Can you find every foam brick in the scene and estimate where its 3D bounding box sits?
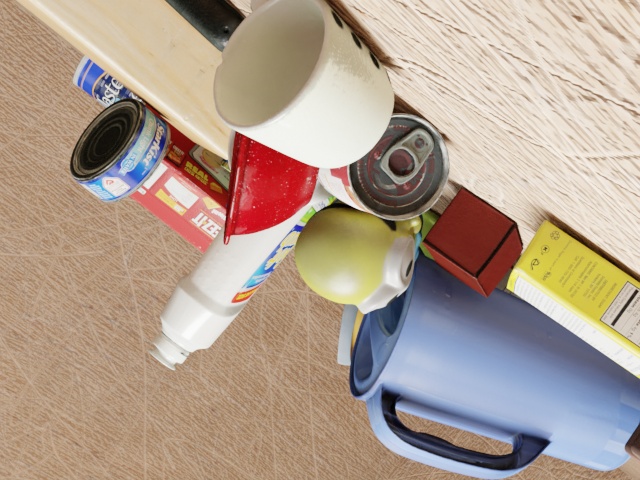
[{"bbox_3d":[0.118,0.003,0.819,0.053,0.051,0.078,35,177,19],"label":"foam brick"}]

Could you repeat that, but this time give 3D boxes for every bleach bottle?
[{"bbox_3d":[-0.056,0.001,0.903,0.068,0.251,0.102,37,178,8],"label":"bleach bottle"}]

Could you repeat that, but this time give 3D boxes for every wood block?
[{"bbox_3d":[-0.136,-0.165,0.843,0.205,0.090,0.091,39,176,-31],"label":"wood block"}]

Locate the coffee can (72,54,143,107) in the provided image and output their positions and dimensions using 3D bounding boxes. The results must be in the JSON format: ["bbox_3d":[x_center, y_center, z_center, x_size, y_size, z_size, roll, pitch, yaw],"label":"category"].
[{"bbox_3d":[-0.225,-0.196,1.346,0.140,0.103,0.103,37,178,-2],"label":"coffee can"}]

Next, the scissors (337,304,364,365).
[{"bbox_3d":[0.042,0.013,0.964,0.016,0.202,0.096,12,-168,12],"label":"scissors"}]

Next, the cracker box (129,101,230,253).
[{"bbox_3d":[-0.135,-0.095,1.178,0.164,0.072,0.213,38,-150,-15],"label":"cracker box"}]

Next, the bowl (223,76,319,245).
[{"bbox_3d":[-0.028,-0.073,0.711,0.055,0.162,0.162,8,-179,-7],"label":"bowl"}]

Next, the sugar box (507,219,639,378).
[{"bbox_3d":[0.206,0.059,0.694,0.176,0.048,0.093,33,176,12],"label":"sugar box"}]

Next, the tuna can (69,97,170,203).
[{"bbox_3d":[-0.167,-0.076,0.884,0.033,0.086,0.086,41,176,-37],"label":"tuna can"}]

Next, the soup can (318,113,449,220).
[{"bbox_3d":[0.038,-0.053,0.721,0.068,0.068,0.102,38,178,-16],"label":"soup can"}]

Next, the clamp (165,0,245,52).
[{"bbox_3d":[-0.124,-0.195,0.701,0.210,0.036,0.164,42,-176,-4],"label":"clamp"}]

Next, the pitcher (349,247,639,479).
[{"bbox_3d":[0.152,0.117,0.900,0.242,0.149,0.145,21,-172,-9],"label":"pitcher"}]
